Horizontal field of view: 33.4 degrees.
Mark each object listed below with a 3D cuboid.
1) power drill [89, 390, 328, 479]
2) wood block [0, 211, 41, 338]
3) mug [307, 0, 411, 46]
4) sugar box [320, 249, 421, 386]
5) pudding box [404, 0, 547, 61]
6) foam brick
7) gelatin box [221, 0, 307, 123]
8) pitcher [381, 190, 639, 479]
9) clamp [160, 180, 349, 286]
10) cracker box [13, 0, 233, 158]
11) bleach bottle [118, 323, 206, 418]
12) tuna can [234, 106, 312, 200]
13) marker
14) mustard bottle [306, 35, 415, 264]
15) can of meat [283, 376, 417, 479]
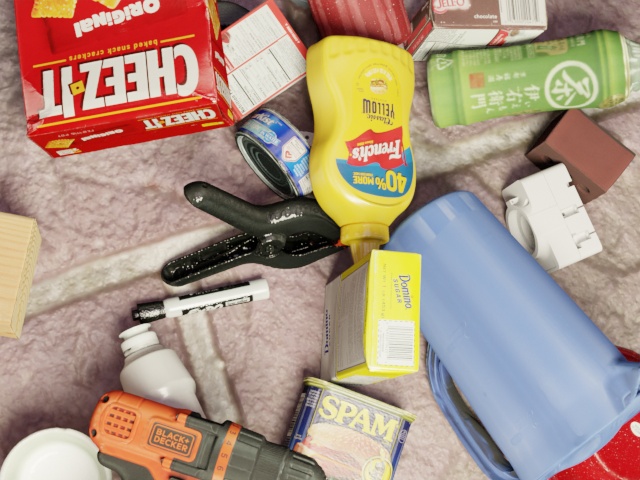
[{"bbox_3d":[-0.104,0.221,0.789,0.184,0.057,0.187,17,77,6],"label":"power drill"},{"bbox_3d":[-0.341,0.014,0.861,0.206,0.090,0.091,11,76,-9],"label":"wood block"},{"bbox_3d":[0.040,-0.218,0.982,0.117,0.093,0.081,-40,117,-45],"label":"mug"},{"bbox_3d":[0.039,0.069,0.879,0.048,0.176,0.093,5,79,-8],"label":"sugar box"},{"bbox_3d":[0.143,-0.199,0.999,0.113,0.090,0.039,0,80,-12],"label":"pudding box"},{"bbox_3d":[0.246,-0.081,1.015,0.078,0.053,0.051,39,74,-1],"label":"foam brick"},{"bbox_3d":[-0.060,-0.159,0.946,0.089,0.030,0.073,-36,95,-11],"label":"gelatin box"},{"bbox_3d":[0.152,0.085,0.911,0.149,0.145,0.243,-35,69,-4],"label":"pitcher"},{"bbox_3d":[-0.056,0.001,0.930,0.171,0.120,0.039,7,51,-27],"label":"clamp"},{"bbox_3d":[-0.170,-0.192,0.899,0.164,0.072,0.214,-10,77,6],"label":"cracker box"},{"bbox_3d":[-0.109,0.190,0.876,0.068,0.103,0.251,-18,76,-25],"label":"bleach bottle"},{"bbox_3d":[-0.036,-0.074,0.941,0.033,0.086,0.086,-42,89,-14],"label":"tuna can"},{"bbox_3d":[-0.105,0.054,0.936,0.121,0.020,0.020,-11,81,-13],"label":"marker"},{"bbox_3d":[0.036,-0.072,0.905,0.096,0.058,0.191,6,78,-33],"label":"mustard bottle"},{"bbox_3d":[0.021,0.174,0.918,0.102,0.057,0.084,21,78,-7],"label":"can of meat"}]
